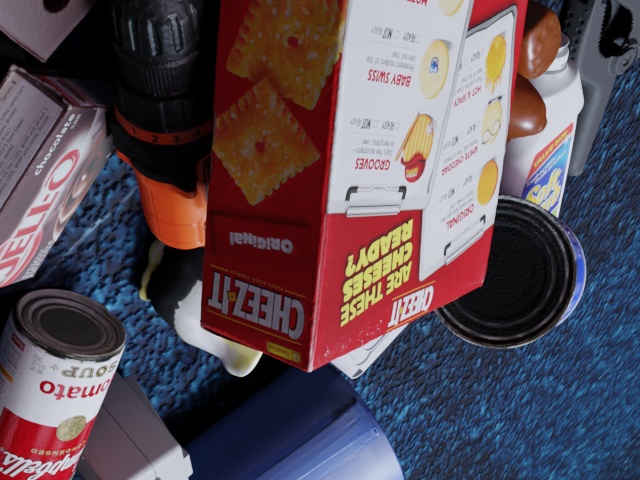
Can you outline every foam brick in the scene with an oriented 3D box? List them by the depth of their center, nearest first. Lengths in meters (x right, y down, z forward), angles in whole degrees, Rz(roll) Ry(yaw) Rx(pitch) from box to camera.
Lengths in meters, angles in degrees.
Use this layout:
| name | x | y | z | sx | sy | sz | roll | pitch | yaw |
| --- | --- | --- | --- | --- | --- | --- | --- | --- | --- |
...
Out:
| name | x | y | z | sx | sy | sz | roll | pitch | yaw |
| --- | --- | --- | --- | --- | --- | --- | --- | --- | --- |
| foam brick | -0.134 | -0.122 | 0.439 | 0.053 | 0.051 | 0.078 | -49 | 149 | 1 |

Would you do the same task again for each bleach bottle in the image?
| name | x | y | z | sx | sy | sz | roll | pitch | yaw |
| --- | --- | --- | --- | --- | --- | --- | --- | --- | --- |
| bleach bottle | 0.157 | -0.053 | 0.866 | 0.102 | 0.068 | 0.251 | -29 | 141 | -30 |

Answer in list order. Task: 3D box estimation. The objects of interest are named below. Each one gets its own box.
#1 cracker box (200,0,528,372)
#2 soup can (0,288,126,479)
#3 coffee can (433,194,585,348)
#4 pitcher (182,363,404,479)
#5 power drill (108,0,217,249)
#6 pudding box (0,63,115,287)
| name | x | y | z | sx | sy | sz | roll | pitch | yaw |
| --- | --- | --- | --- | --- | --- | --- | --- | --- | --- |
| cracker box | 0.025 | -0.069 | 0.487 | 0.163 | 0.072 | 0.214 | -18 | 120 | -53 |
| soup can | -0.160 | 0.087 | 0.622 | 0.068 | 0.069 | 0.102 | -4 | 127 | -49 |
| coffee can | 0.136 | 0.022 | 0.768 | 0.103 | 0.103 | 0.140 | -54 | 166 | 9 |
| pitcher | -0.064 | 0.199 | 0.804 | 0.242 | 0.145 | 0.149 | -32 | 128 | -19 |
| power drill | -0.031 | -0.105 | 0.530 | 0.187 | 0.057 | 0.184 | -48 | 161 | -27 |
| pudding box | -0.143 | -0.028 | 0.512 | 0.113 | 0.039 | 0.090 | -57 | 176 | 11 |
